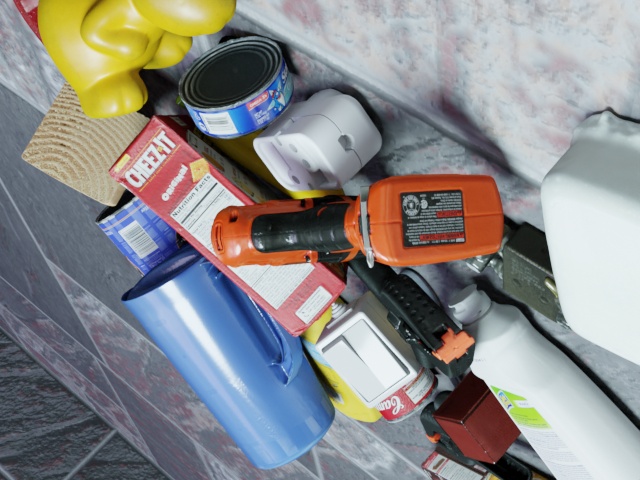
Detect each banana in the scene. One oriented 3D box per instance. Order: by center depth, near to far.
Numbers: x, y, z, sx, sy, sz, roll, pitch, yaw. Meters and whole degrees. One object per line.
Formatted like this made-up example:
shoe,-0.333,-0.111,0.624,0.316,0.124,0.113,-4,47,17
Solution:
banana,-0.043,-0.068,0.923,0.198,0.037,0.069,33,-166,28

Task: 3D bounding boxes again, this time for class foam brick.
foam brick,0.148,0.147,0.937,0.051,0.078,0.053,50,160,-14

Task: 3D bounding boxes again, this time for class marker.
marker,-0.087,-0.144,0.916,0.020,0.020,0.121,45,158,1

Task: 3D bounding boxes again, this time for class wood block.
wood block,-0.226,-0.093,1.068,0.090,0.091,0.206,29,176,-8

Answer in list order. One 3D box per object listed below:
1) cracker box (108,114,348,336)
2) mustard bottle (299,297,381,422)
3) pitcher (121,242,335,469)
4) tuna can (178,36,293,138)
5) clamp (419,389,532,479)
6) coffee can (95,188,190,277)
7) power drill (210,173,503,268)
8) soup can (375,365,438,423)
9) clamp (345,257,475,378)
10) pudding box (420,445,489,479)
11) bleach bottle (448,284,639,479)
cracker box,-0.074,-0.017,0.951,0.213,0.072,0.164,41,-174,-3
mustard bottle,0.012,0.110,1.141,0.096,0.058,0.191,32,156,45
pitcher,-0.083,0.114,1.113,0.243,0.145,0.149,56,-175,-12
tuna can,-0.065,-0.119,0.830,0.086,0.086,0.033,26,153,40
clamp,0.148,0.201,1.062,0.120,0.039,0.171,50,171,7
coffee can,-0.171,0.000,1.213,0.140,0.102,0.103,51,158,-16
power drill,0.040,-0.010,0.757,0.188,0.184,0.057,-7,90,56
soup can,0.061,0.121,1.061,0.102,0.068,0.069,51,158,-12
clamp,0.069,0.053,0.861,0.164,0.036,0.210,51,176,-8
pudding box,0.174,0.288,1.196,0.090,0.039,0.113,15,144,52
bleach bottle,0.195,0.138,0.858,0.251,0.068,0.103,50,158,-7
